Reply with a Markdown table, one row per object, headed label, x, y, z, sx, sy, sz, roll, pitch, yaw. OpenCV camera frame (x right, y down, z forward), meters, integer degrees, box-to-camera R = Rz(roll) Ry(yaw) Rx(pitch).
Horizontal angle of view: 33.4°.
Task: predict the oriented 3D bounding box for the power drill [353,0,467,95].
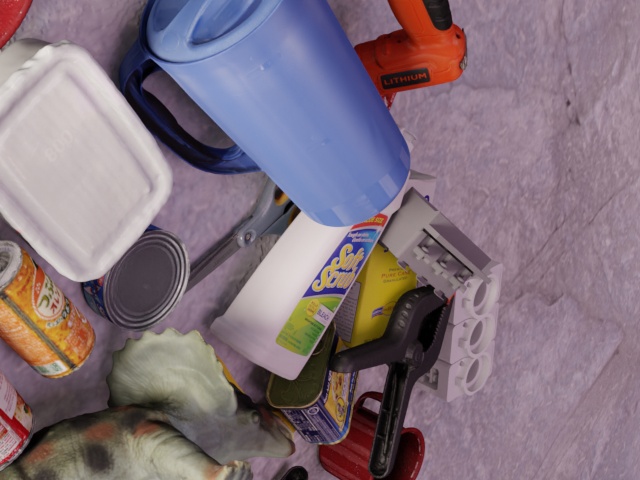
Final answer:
| label | x | y | z | sx | sy | sz | roll | pitch | yaw |
| --- | --- | --- | --- | --- | --- | --- | --- | --- | --- |
| power drill | 0.037 | -0.201 | 0.866 | 0.187 | 0.185 | 0.057 | 64 | 24 | -49 |

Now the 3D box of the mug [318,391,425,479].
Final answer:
| label | x | y | z | sx | sy | sz | roll | pitch | yaw |
| --- | --- | --- | --- | --- | --- | --- | --- | --- | --- |
| mug | 0.054 | 0.216 | 1.143 | 0.093 | 0.082 | 0.117 | -14 | 118 | -46 |

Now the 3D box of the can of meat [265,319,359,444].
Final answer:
| label | x | y | z | sx | sy | sz | roll | pitch | yaw |
| --- | --- | --- | --- | --- | --- | --- | --- | --- | --- |
| can of meat | -0.004 | 0.136 | 1.034 | 0.084 | 0.058 | 0.102 | 58 | 36 | -46 |

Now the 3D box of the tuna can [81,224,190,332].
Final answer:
| label | x | y | z | sx | sy | sz | roll | pitch | yaw |
| --- | --- | --- | --- | --- | --- | --- | --- | --- | --- |
| tuna can | -0.147 | 0.028 | 0.852 | 0.085 | 0.034 | 0.086 | -25 | 125 | -41 |

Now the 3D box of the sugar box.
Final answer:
| label | x | y | z | sx | sy | sz | roll | pitch | yaw |
| --- | --- | --- | --- | --- | --- | --- | --- | --- | --- |
| sugar box | 0.063 | 0.017 | 1.087 | 0.093 | 0.048 | 0.176 | -8 | 115 | -49 |

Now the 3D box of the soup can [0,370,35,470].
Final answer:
| label | x | y | z | sx | sy | sz | roll | pitch | yaw |
| --- | --- | --- | --- | --- | --- | --- | --- | --- | --- |
| soup can | -0.252 | 0.109 | 0.739 | 0.068 | 0.069 | 0.102 | -48 | 137 | -24 |

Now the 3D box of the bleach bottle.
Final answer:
| label | x | y | z | sx | sy | sz | roll | pitch | yaw |
| --- | --- | --- | --- | --- | --- | --- | --- | --- | --- |
| bleach bottle | 0.006 | 0.001 | 0.972 | 0.251 | 0.068 | 0.102 | -57 | 148 | -3 |

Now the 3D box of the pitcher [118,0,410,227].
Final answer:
| label | x | y | z | sx | sy | sz | roll | pitch | yaw |
| --- | --- | --- | --- | --- | --- | --- | --- | --- | --- |
| pitcher | -0.032 | -0.111 | 0.842 | 0.242 | 0.149 | 0.145 | 50 | 57 | -45 |

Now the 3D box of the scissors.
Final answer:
| label | x | y | z | sx | sy | sz | roll | pitch | yaw |
| --- | --- | --- | --- | --- | --- | --- | --- | --- | --- |
| scissors | -0.056 | 0.001 | 0.962 | 0.201 | 0.016 | 0.096 | -53 | 140 | -18 |

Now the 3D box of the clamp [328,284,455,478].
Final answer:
| label | x | y | z | sx | sy | sz | roll | pitch | yaw |
| --- | --- | --- | --- | --- | --- | --- | --- | --- | --- |
| clamp | 0.083 | 0.125 | 1.081 | 0.209 | 0.036 | 0.164 | -46 | 134 | -42 |
